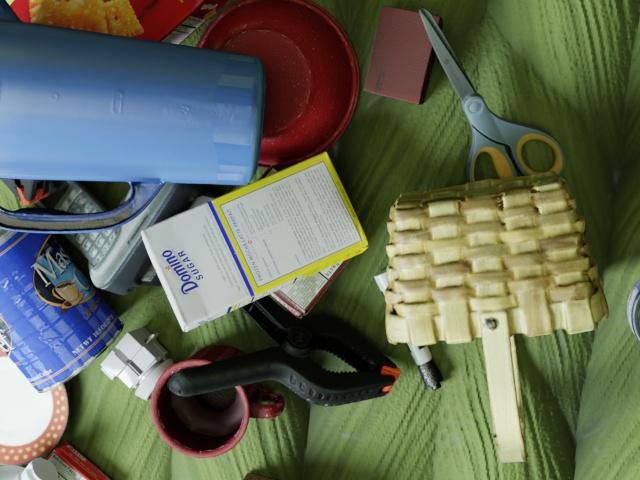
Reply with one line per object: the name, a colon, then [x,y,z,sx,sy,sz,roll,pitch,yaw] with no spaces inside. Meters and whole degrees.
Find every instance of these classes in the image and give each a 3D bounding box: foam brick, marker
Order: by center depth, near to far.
foam brick: [0.073,-0.162,0.937,0.053,0.051,0.078,15,101,8]
marker: [0.083,0.084,0.991,0.020,0.020,0.121,-24,94,13]

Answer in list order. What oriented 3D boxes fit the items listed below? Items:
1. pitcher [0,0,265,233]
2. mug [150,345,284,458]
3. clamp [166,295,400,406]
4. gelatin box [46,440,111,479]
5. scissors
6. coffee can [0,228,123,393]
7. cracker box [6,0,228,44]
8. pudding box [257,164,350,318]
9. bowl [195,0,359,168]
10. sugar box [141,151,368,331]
pitcher: [-0.171,-0.097,0.872,0.242,0.145,0.149,4,135,-7]
mug: [-0.091,0.147,0.999,0.117,0.081,0.093,3,100,10]
clamp: [-0.029,0.091,0.976,0.209,0.164,0.036,13,135,-13]
gelatin box: [-0.258,0.258,1.073,0.073,0.030,0.089,40,104,3]
scissors: [0.153,-0.116,0.924,0.096,0.016,0.202,-15,112,3]
coffee can: [-0.266,0.056,0.991,0.103,0.102,0.140,-33,105,13]
cracker box: [-0.192,-0.236,0.960,0.214,0.072,0.164,-38,91,13]
pudding box: [-0.031,0.001,0.971,0.113,0.039,0.090,40,75,1]
bowl: [-0.048,-0.142,0.959,0.162,0.055,0.162,2,99,10]
sugar box: [-0.056,0.001,0.922,0.176,0.048,0.093,-23,82,-10]
